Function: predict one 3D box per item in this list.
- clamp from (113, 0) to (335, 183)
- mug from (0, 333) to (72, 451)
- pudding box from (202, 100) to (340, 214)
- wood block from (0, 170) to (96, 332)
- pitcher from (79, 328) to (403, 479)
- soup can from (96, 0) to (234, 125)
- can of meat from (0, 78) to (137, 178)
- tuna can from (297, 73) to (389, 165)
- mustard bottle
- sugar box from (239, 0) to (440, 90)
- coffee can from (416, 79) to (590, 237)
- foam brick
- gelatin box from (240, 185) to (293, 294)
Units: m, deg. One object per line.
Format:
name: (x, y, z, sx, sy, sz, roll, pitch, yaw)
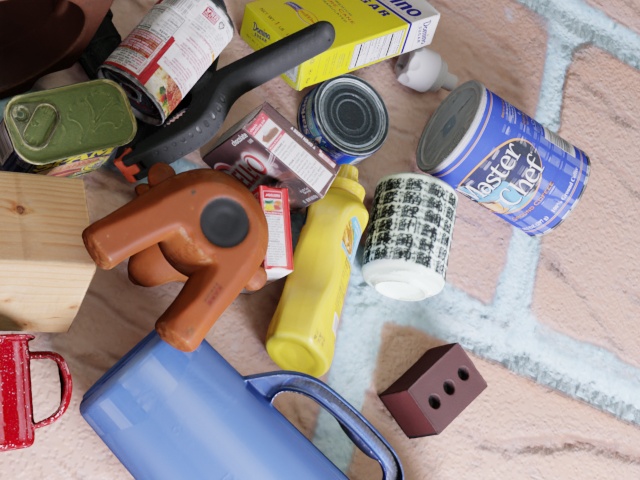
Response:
clamp: (-0.106, -0.136, 0.931, 0.210, 0.165, 0.036, -45, 133, -12)
mug: (-0.239, 0.113, 0.775, 0.117, 0.093, 0.081, -6, 82, -9)
pudding box: (-0.044, -0.066, 0.928, 0.090, 0.114, 0.039, 40, 65, -13)
wood block: (-0.279, 0.005, 0.776, 0.205, 0.090, 0.091, 4, 51, -28)
pitcher: (-0.062, 0.173, 0.835, 0.243, 0.145, 0.149, 48, 44, -5)
soup can: (-0.127, -0.155, 0.881, 0.068, 0.069, 0.102, 41, 71, -13)
can of meat: (-0.211, -0.082, 0.857, 0.101, 0.084, 0.057, -18, 85, -32)
tuna can: (0.023, -0.116, 1.026, 0.086, 0.034, 0.086, 9, 71, -27)
mustard bottle: (0.003, 0.017, 0.940, 0.058, 0.096, 0.191, 11, 65, 11)
sugar box: (0.021, -0.209, 1.028, 0.175, 0.048, 0.093, -27, 60, -31)
coffee can: (0.181, -0.080, 1.063, 0.140, 0.103, 0.102, 29, 63, -19)
foam brick: (0.105, 0.138, 0.983, 0.078, 0.051, 0.053, -38, 95, -32)
gelatin box: (-0.056, 0.001, 0.914, 0.030, 0.089, 0.073, 4, 73, -27)
